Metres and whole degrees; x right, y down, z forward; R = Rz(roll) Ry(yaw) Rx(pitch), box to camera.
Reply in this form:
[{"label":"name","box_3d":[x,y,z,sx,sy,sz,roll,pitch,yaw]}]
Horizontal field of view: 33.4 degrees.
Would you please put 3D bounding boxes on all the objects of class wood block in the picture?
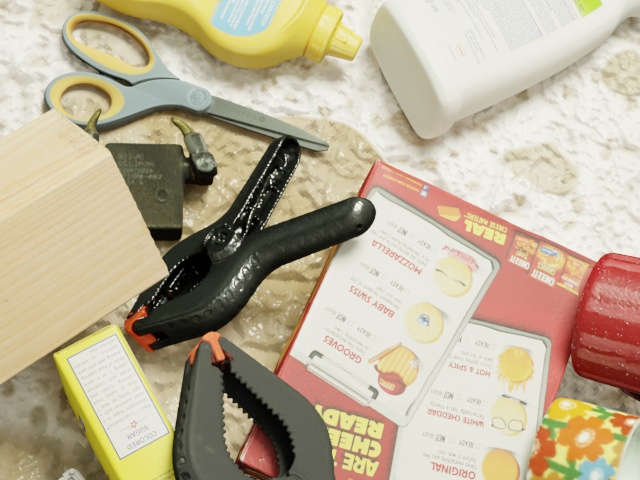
[{"label":"wood block","box_3d":[-0.202,0.025,0.588,0.206,0.091,0.090,-34,38,-18]}]

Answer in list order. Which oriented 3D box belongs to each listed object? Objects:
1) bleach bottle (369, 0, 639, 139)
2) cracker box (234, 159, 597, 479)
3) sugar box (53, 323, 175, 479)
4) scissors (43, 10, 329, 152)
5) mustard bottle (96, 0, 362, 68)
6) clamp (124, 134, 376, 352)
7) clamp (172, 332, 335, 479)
[{"label":"bleach bottle","box_3d":[0.166,-0.164,0.782,0.250,0.068,0.102,-22,77,-18]},{"label":"cracker box","box_3d":[0.062,0.080,0.677,0.164,0.072,0.213,25,70,0]},{"label":"sugar box","box_3d":[-0.095,0.142,0.618,0.048,0.093,0.176,-25,77,-16]},{"label":"scissors","box_3d":[-0.102,-0.085,0.735,0.202,0.016,0.096,34,71,3]},{"label":"mustard bottle","box_3d":[-0.060,-0.175,0.749,0.191,0.058,0.096,26,73,0]},{"label":"clamp","box_3d":[-0.054,0.001,0.685,0.171,0.120,0.039,-33,123,1]},{"label":"clamp","box_3d":[-0.013,0.145,0.578,0.164,0.036,0.210,-7,64,-34]}]
